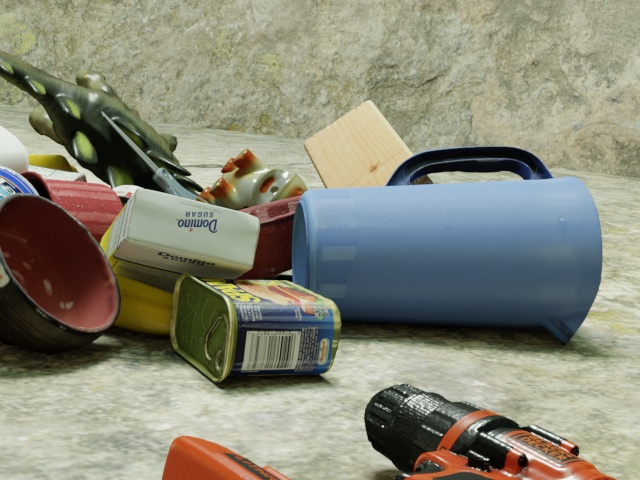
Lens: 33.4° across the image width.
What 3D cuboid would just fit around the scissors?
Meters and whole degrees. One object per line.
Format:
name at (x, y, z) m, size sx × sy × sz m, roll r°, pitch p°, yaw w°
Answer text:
scissors at (-0.164, -0.053, 1.128) m, size 0.201 × 0.016 × 0.096 m, roll 41°, pitch 21°, yaw -16°

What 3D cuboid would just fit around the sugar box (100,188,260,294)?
sugar box at (-0.114, 0.007, 0.813) m, size 0.093 × 0.048 × 0.176 m, roll 13°, pitch -17°, yaw -17°

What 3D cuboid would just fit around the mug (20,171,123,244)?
mug at (-0.238, -0.008, 0.968) m, size 0.081 × 0.093 × 0.117 m, roll 3°, pitch -28°, yaw -47°

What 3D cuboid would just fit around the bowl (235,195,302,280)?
bowl at (-0.056, 0.001, 0.991) m, size 0.162 × 0.055 × 0.162 m, roll -15°, pitch 8°, yaw 2°

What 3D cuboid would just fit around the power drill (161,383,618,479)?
power drill at (0.029, 0.109, 0.461) m, size 0.187 × 0.057 × 0.185 m, roll -1°, pitch 12°, yaw -36°

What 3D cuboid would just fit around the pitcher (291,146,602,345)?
pitcher at (0.101, 0.002, 0.902) m, size 0.242 × 0.145 × 0.149 m, roll 0°, pitch 17°, yaw -9°

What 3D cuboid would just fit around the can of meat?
can of meat at (-0.046, 0.059, 0.732) m, size 0.083 × 0.057 × 0.102 m, roll 3°, pitch 9°, yaw -29°

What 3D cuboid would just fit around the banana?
banana at (-0.167, 0.045, 0.819) m, size 0.198 × 0.037 × 0.069 m, roll 14°, pitch -15°, yaw 29°

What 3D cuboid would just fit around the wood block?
wood block at (0.058, -0.054, 1.077) m, size 0.091 × 0.090 × 0.206 m, roll -33°, pitch 27°, yaw 5°
